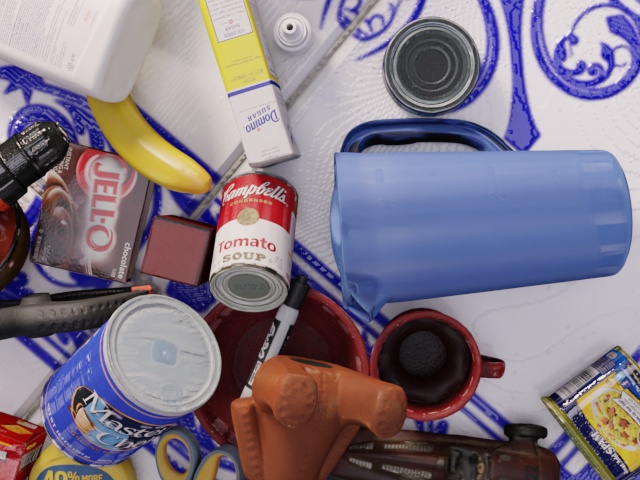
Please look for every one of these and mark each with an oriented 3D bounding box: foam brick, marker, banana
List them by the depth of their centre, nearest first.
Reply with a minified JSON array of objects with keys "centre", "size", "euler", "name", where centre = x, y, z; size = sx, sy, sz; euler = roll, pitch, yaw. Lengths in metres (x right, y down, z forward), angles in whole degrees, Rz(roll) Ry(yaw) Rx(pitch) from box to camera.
[{"centre":[-0.038,0.086,0.907],"size":[0.020,0.020,0.121],"euler":[23,94,1],"name":"marker"},{"centre":[-0.162,-0.110,0.928],"size":[0.070,0.037,0.198],"euler":[-35,70,20],"name":"banana"},{"centre":[-0.120,0.008,0.935],"size":[0.051,0.078,0.053],"euler":[14,91,2],"name":"foam brick"}]

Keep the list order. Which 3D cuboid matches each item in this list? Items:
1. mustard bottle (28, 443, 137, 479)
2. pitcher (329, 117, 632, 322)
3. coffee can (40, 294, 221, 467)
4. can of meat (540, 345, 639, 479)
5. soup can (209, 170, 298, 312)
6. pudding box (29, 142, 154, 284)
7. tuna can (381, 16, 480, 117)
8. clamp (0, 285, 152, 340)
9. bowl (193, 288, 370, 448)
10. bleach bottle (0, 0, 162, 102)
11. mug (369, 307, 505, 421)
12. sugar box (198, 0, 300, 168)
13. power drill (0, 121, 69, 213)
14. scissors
[{"centre":[-0.213,0.236,0.961],"size":[0.096,0.058,0.191],"euler":[0,93,8],"name":"mustard bottle"},{"centre":[0.128,-0.025,0.904],"size":[0.243,0.145,0.149],"euler":[-4,105,-1],"name":"pitcher"},{"centre":[-0.161,0.120,0.898],"size":[0.103,0.102,0.141],"euler":[50,134,-1],"name":"coffee can"},{"centre":[0.258,0.155,0.934],"size":[0.084,0.057,0.102],"euler":[-38,91,2],"name":"can of meat"},{"centre":[-0.056,0.001,0.903],"size":[0.068,0.068,0.102],"euler":[3,52,3],"name":"soup can"},{"centre":[-0.202,-0.025,0.956],"size":[0.090,0.039,0.113],"euler":[13,94,2],"name":"pudding box"},{"centre":[0.097,-0.152,0.937],"size":[0.086,0.033,0.086],"euler":[0,93,3],"name":"tuna can"},{"centre":[-0.249,0.066,0.917],"size":[0.210,0.164,0.036],"euler":[-5,96,-7],"name":"clamp"},{"centre":[-0.036,0.115,0.947],"size":[0.162,0.055,0.162],"euler":[0,93,3],"name":"bowl"},{"centre":[-0.265,-0.208,0.919],"size":[0.251,0.068,0.102],"euler":[25,97,17],"name":"bleach bottle"},{"centre":[0.101,0.103,0.926],"size":[0.117,0.081,0.093],"euler":[3,93,3],"name":"mug"},{"centre":[-0.064,-0.150,0.916],"size":[0.048,0.093,0.176],"euler":[-14,92,4],"name":"sugar box"},{"centre":[-0.327,-0.090,0.917],"size":[0.184,0.057,0.188],"euler":[-35,67,-4],"name":"power drill"},{"centre":[-0.132,0.246,0.957],"size":[0.096,0.016,0.202],"euler":[40,117,14],"name":"scissors"}]
